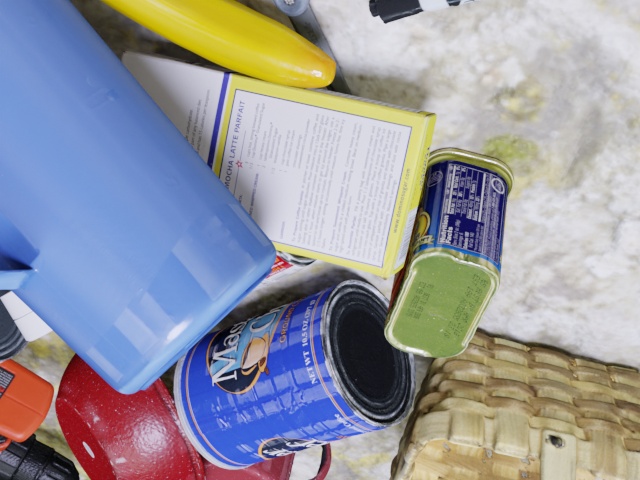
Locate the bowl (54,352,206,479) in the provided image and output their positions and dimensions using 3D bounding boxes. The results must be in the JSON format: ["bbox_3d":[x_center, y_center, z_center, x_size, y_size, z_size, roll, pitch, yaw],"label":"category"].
[{"bbox_3d":[-0.155,0.146,0.815,0.162,0.055,0.162,38,144,34],"label":"bowl"}]

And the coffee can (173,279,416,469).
[{"bbox_3d":[-0.019,0.097,0.753,0.141,0.102,0.102,-23,127,34],"label":"coffee can"}]

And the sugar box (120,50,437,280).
[{"bbox_3d":[-0.031,-0.045,0.600,0.176,0.048,0.093,15,102,14],"label":"sugar box"}]

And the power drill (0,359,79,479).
[{"bbox_3d":[-0.273,0.151,0.886,0.184,0.057,0.188,29,148,-8],"label":"power drill"}]

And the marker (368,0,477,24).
[{"bbox_3d":[0.082,-0.130,0.538,0.121,0.020,0.020,-9,134,24],"label":"marker"}]

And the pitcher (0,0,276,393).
[{"bbox_3d":[-0.144,-0.038,0.529,0.243,0.149,0.145,47,178,0],"label":"pitcher"}]

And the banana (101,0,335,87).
[{"bbox_3d":[-0.084,-0.130,0.553,0.197,0.037,0.070,31,177,-14],"label":"banana"}]

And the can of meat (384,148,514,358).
[{"bbox_3d":[0.076,0.011,0.646,0.057,0.084,0.102,15,139,-1],"label":"can of meat"}]

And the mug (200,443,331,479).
[{"bbox_3d":[-0.049,0.169,0.856,0.117,0.081,0.093,14,139,0],"label":"mug"}]
